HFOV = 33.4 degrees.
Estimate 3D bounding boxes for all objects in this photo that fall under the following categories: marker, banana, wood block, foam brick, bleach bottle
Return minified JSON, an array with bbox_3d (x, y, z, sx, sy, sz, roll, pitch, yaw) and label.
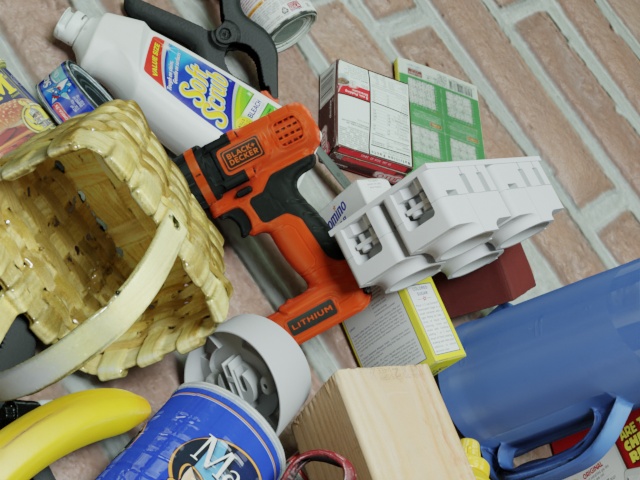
[{"bbox_3d":[-0.179,0.123,0.769,0.120,0.020,0.020,9,56,-52],"label":"marker"},{"bbox_3d":[-0.190,0.146,0.714,0.037,0.070,0.197,23,42,28],"label":"banana"},{"bbox_3d":[0.061,0.204,0.790,0.090,0.091,0.206,0,53,-31],"label":"wood block"},{"bbox_3d":[0.154,0.035,1.007,0.052,0.078,0.051,-21,91,-51],"label":"foam brick"},{"bbox_3d":[-0.125,-0.122,0.951,0.250,0.068,0.102,32,49,-9],"label":"bleach bottle"}]

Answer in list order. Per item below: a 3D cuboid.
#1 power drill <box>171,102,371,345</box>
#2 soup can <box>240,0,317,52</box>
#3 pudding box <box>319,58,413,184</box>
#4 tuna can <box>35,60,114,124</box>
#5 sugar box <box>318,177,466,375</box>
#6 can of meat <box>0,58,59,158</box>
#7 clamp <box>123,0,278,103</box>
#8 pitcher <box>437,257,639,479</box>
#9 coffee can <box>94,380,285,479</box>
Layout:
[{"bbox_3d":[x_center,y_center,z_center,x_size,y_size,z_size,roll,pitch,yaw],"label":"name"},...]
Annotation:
[{"bbox_3d":[-0.056,0.001,0.888,0.184,0.057,0.187,-27,90,1],"label":"power drill"},{"bbox_3d":[-0.057,-0.246,1.064,0.068,0.069,0.102,-27,79,-40],"label":"soup can"},{"bbox_3d":[0.046,-0.119,1.072,0.089,0.039,0.113,16,57,-24],"label":"pudding box"},{"bbox_3d":[-0.193,-0.108,0.885,0.086,0.034,0.086,49,6,-8],"label":"tuna can"},{"bbox_3d":[0.053,0.042,0.941,0.048,0.093,0.176,-4,65,-40],"label":"sugar box"},{"bbox_3d":[-0.262,-0.081,0.844,0.084,0.058,0.102,47,49,-3],"label":"can of meat"},{"bbox_3d":[-0.104,-0.191,1.011,0.120,0.039,0.171,-27,86,-5],"label":"clamp"},{"bbox_3d":[0.224,0.107,0.911,0.144,0.243,0.149,-24,84,-41],"label":"pitcher"},{"bbox_3d":[-0.104,0.183,0.751,0.103,0.103,0.140,44,49,-2],"label":"coffee can"}]
